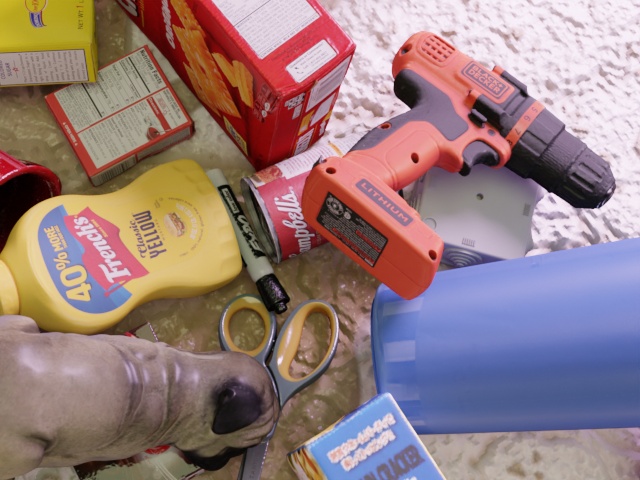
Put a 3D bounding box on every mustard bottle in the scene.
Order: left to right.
[{"bbox_3d":[-0.154,0.012,0.729,0.191,0.058,0.096,-20,83,-30],"label":"mustard bottle"}]

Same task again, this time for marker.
[{"bbox_3d":[-0.055,0.001,0.783,0.020,0.020,0.121,-25,71,-11],"label":"marker"}]

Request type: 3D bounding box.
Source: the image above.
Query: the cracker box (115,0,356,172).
[{"bbox_3d":[-0.078,-0.163,0.755,0.072,0.164,0.214,-39,83,-15],"label":"cracker box"}]

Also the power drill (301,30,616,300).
[{"bbox_3d":[0.091,-0.045,0.726,0.184,0.057,0.187,37,54,12],"label":"power drill"}]

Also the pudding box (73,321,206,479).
[{"bbox_3d":[-0.135,0.126,0.744,0.090,0.039,0.113,-27,81,-11],"label":"pudding box"}]

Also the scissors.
[{"bbox_3d":[-0.055,0.116,0.743,0.096,0.016,0.201,26,60,10],"label":"scissors"}]

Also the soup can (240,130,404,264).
[{"bbox_3d":[0.001,-0.032,0.779,0.102,0.068,0.068,-22,80,-11],"label":"soup can"}]

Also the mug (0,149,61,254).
[{"bbox_3d":[-0.236,-0.032,0.749,0.082,0.093,0.117,30,36,21],"label":"mug"}]

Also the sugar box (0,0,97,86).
[{"bbox_3d":[-0.254,-0.156,0.782,0.176,0.048,0.093,-3,50,-9],"label":"sugar box"}]

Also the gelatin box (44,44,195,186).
[{"bbox_3d":[-0.149,-0.093,0.801,0.089,0.030,0.073,-30,80,-11],"label":"gelatin box"}]

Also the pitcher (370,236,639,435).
[{"bbox_3d":[0.162,0.064,0.728,0.243,0.149,0.145,-7,65,12],"label":"pitcher"}]
